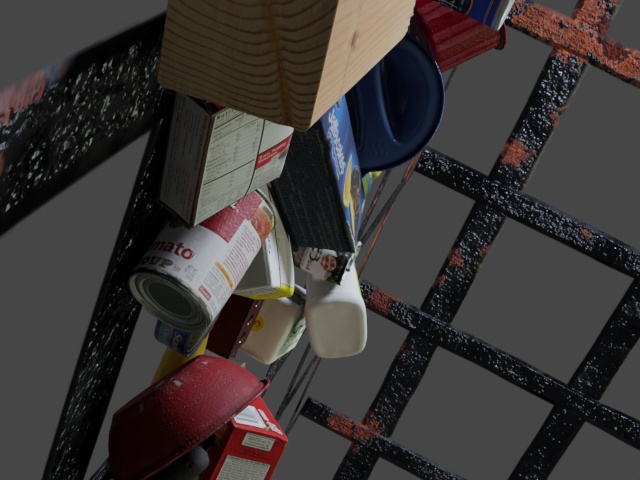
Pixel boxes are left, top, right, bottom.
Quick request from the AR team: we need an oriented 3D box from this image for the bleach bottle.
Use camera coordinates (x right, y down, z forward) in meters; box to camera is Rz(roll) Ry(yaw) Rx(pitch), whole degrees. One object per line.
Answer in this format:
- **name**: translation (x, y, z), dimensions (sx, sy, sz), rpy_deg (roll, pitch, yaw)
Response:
- **bleach bottle**: translation (0.010, 0.015, 1.267), dimensions (0.251, 0.068, 0.102), rpy_deg (-96, 179, -46)

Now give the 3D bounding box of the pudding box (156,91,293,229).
- **pudding box**: translation (-0.058, -0.071, 0.700), dimensions (0.089, 0.039, 0.114), rpy_deg (-33, 154, -35)

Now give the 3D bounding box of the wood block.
- **wood block**: translation (-0.005, -0.147, 0.621), dimensions (0.205, 0.090, 0.091), rpy_deg (-52, 159, -60)

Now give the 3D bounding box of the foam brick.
- **foam brick**: translation (-0.090, 0.066, 1.043), dimensions (0.078, 0.051, 0.053), rpy_deg (-65, 173, 22)

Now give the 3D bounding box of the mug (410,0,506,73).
- **mug**: translation (0.134, -0.224, 1.122), dimensions (0.081, 0.093, 0.117), rpy_deg (-26, 179, -5)

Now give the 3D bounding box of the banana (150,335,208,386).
- **banana**: translation (-0.147, 0.147, 1.012), dimensions (0.069, 0.037, 0.198), rpy_deg (-86, -163, -57)

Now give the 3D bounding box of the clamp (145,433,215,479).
- **clamp**: translation (-0.158, 0.224, 0.931), dimensions (0.171, 0.039, 0.120), rpy_deg (-41, 176, -11)

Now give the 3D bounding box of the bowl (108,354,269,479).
- **bowl**: translation (-0.124, 0.145, 0.911), dimensions (0.162, 0.055, 0.162), rpy_deg (-34, -178, 1)

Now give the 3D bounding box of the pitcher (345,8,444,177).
- **pitcher**: translation (0.058, -0.144, 1.067), dimensions (0.149, 0.145, 0.242), rpy_deg (-29, -179, 6)

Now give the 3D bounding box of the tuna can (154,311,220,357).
- **tuna can**: translation (-0.109, 0.056, 0.927), dimensions (0.086, 0.034, 0.086), rpy_deg (-62, 174, -12)

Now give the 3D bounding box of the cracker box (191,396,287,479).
- **cracker box**: translation (-0.125, 0.246, 1.084), dimensions (0.214, 0.072, 0.164), rpy_deg (-65, -152, 10)

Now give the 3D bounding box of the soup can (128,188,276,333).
- **soup can**: translation (-0.085, 0.008, 0.773), dimensions (0.102, 0.068, 0.069), rpy_deg (-58, 172, -32)

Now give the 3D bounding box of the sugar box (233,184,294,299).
- **sugar box**: translation (-0.056, 0.001, 0.916), dimensions (0.176, 0.048, 0.093), rpy_deg (39, 43, -81)
